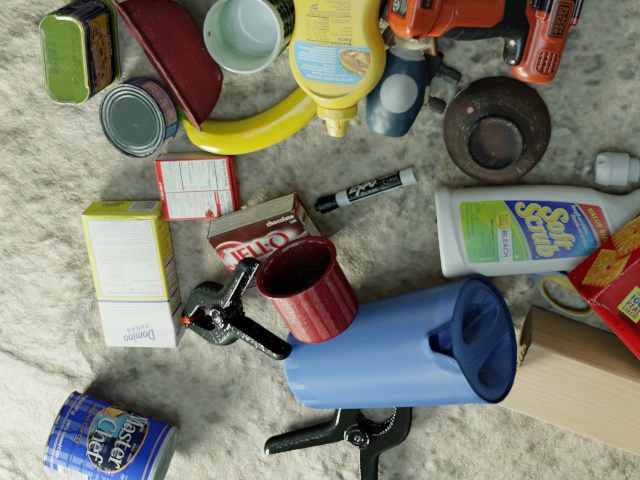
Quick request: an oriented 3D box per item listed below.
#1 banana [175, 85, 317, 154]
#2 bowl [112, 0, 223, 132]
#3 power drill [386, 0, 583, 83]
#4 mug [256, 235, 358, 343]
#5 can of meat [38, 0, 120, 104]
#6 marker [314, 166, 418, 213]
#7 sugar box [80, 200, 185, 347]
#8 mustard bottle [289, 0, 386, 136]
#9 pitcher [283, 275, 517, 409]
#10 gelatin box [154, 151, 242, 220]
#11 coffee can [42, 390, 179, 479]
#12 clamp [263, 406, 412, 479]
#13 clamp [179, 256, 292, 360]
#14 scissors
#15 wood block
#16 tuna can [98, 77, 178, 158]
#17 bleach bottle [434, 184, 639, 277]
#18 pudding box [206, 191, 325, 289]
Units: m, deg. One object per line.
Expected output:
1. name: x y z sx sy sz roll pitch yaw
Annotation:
1. banana: -0.066 -0.133 1.157 0.198 0.037 0.069 -12 111 17
2. bowl: -0.147 -0.193 1.100 0.055 0.162 0.162 -33 105 -4
3. power drill: 0.166 -0.247 1.006 0.187 0.057 0.184 5 108 -21
4. mug: -0.016 0.052 1.148 0.093 0.117 0.081 -40 126 -14
5. can of meat: -0.258 -0.203 1.142 0.057 0.084 0.102 5 115 10
6. marker: 0.049 -0.054 1.177 0.121 0.020 0.020 -18 109 19
7. sugar box: -0.219 0.041 1.264 0.093 0.048 0.176 1 117 12
8. mustard bottle: 0.017 -0.194 1.040 0.096 0.058 0.192 9 116 19
9. pitcher: 0.088 0.122 1.172 0.243 0.144 0.149 -12 126 37
10. gelatin box: -0.138 -0.062 1.208 0.089 0.030 0.073 -2 113 10
11. coffee can: -0.261 0.260 1.338 0.140 0.102 0.103 19 116 4
12. clamp: 0.037 0.231 1.296 0.164 0.036 0.210 28 114 -2
13. clamp: -0.099 0.091 1.219 0.172 0.039 0.120 -23 88 53
14. scissors: 0.232 0.007 1.167 0.201 0.016 0.096 38 114 -5
15. wood block: 0.313 0.161 1.176 0.206 0.090 0.091 19 116 3
16. tuna can: -0.200 -0.136 1.177 0.086 0.033 0.086 12 119 22
17. bleach bottle: 0.250 -0.019 1.122 0.251 0.068 0.102 -6 92 8
18. pudding box: -0.058 0.002 1.199 0.114 0.039 0.090 -19 131 18
